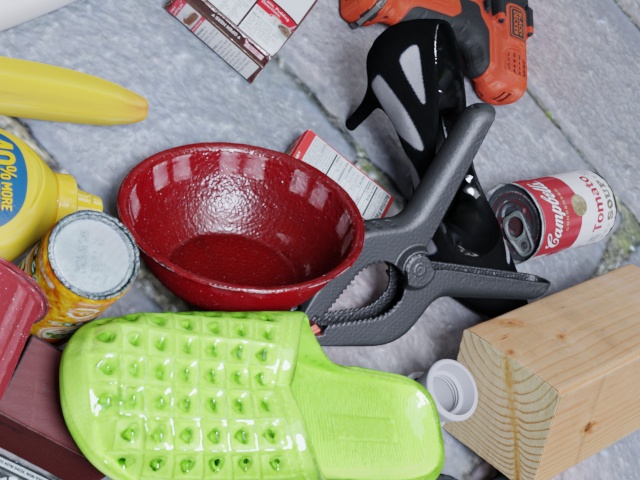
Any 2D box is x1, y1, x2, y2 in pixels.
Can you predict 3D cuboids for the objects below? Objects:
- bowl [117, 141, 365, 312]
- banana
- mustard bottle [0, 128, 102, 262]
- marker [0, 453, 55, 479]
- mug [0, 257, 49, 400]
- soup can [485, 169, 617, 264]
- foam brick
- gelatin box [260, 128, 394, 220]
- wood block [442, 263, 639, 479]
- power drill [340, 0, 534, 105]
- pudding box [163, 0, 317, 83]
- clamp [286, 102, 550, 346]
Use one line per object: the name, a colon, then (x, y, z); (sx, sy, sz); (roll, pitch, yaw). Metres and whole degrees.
bowl: (-0.055, 0.001, 0.703); (0.162, 0.055, 0.162); (9, 36, -7)
banana: (-0.200, -0.093, 0.669); (0.070, 0.037, 0.197); (31, 20, 33)
mustard bottle: (-0.221, -0.029, 0.627); (0.191, 0.058, 0.096); (8, 51, -32)
marker: (-0.180, 0.132, 0.605); (0.121, 0.020, 0.020); (32, 54, -18)
mug: (-0.198, 0.049, 0.547); (0.093, 0.117, 0.081); (16, 59, -3)
soup can: (0.193, -0.022, 0.901); (0.102, 0.069, 0.068); (-12, 75, -38)
foam brick: (-0.151, 0.100, 0.617); (0.078, 0.053, 0.051); (33, 53, -18)
gelatin box: (0.004, -0.028, 0.800); (0.089, 0.030, 0.073); (39, 51, -13)
wood block: (0.202, 0.097, 0.815); (0.205, 0.091, 0.090); (-16, 37, -39)
power drill: (0.109, -0.227, 0.947); (0.187, 0.057, 0.184); (17, 60, -27)
pudding box: (-0.055, -0.192, 0.832); (0.090, 0.039, 0.113); (40, 50, -12)
clamp: (0.064, 0.005, 0.765); (0.209, 0.036, 0.164); (-23, 113, -17)
